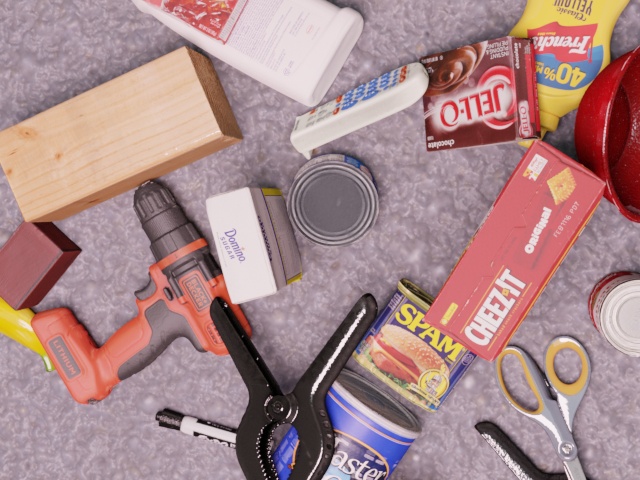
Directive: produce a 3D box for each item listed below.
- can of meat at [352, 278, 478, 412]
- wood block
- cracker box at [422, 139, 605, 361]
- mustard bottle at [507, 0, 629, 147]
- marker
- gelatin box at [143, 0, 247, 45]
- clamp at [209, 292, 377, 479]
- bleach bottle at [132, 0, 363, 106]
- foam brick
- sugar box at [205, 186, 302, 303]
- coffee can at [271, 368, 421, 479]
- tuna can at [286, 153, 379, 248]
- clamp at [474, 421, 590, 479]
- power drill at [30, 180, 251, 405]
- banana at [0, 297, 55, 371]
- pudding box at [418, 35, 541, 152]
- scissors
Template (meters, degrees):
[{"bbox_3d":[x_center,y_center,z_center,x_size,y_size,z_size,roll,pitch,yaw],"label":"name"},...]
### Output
[{"bbox_3d":[0.092,0.099,0.995,0.102,0.057,0.084,36,100,7],"label":"can of meat"},{"bbox_3d":[-0.191,-0.097,1.016,0.206,0.090,0.090,-23,88,9],"label":"wood block"},{"bbox_3d":[0.163,0.007,0.900,0.072,0.213,0.164,32,96,7],"label":"cracker box"},{"bbox_3d":[0.216,-0.176,0.964,0.096,0.058,0.192,18,95,8],"label":"mustard bottle"},{"bbox_3d":[-0.105,0.189,1.048,0.121,0.020,0.020,15,94,9],"label":"marker"},{"bbox_3d":[-0.110,-0.231,0.968,0.089,0.030,0.073,30,94,11],"label":"gelatin box"},{"bbox_3d":[-0.039,0.143,0.948,0.165,0.036,0.210,5,81,27],"label":"clamp"},{"bbox_3d":[-0.091,-0.229,1.011,0.251,0.068,0.102,32,95,9],"label":"bleach bottle"},{"bbox_3d":[-0.286,0.022,1.056,0.051,0.053,0.078,41,96,6],"label":"foam brick"},{"bbox_3d":[-0.057,0.001,0.954,0.048,0.176,0.093,-15,90,9],"label":"sugar box"},{"bbox_3d":[0.013,0.203,0.988,0.103,0.102,0.140,34,97,6],"label":"coffee can"},{"bbox_3d":[0.012,-0.038,1.002,0.086,0.033,0.086,1,110,3],"label":"tuna can"},{"bbox_3d":[0.199,0.256,0.991,0.171,0.039,0.120,26,96,12],"label":"clamp"},{"bbox_3d":[-0.184,0.059,1.037,0.188,0.057,0.184,-30,87,9],"label":"power drill"},{"bbox_3d":[-0.357,0.078,1.077,0.198,0.037,0.069,14,93,9],"label":"banana"},{"bbox_3d":[0.142,-0.129,0.958,0.114,0.039,0.090,-4,91,52],"label":"pudding box"},{"bbox_3d":[0.237,0.174,0.976,0.096,0.016,0.202,-35,75,2],"label":"scissors"}]
